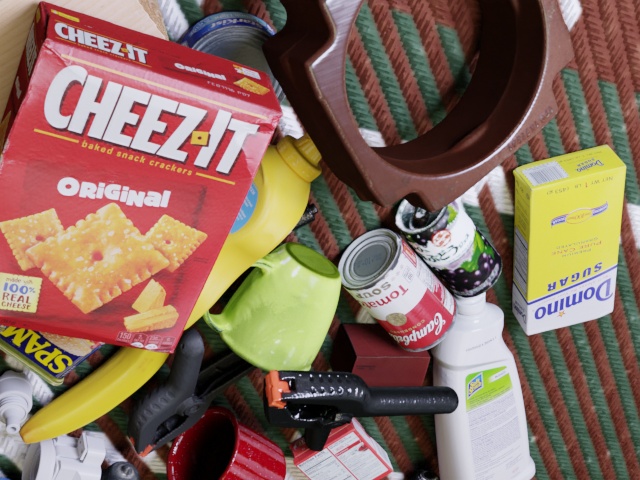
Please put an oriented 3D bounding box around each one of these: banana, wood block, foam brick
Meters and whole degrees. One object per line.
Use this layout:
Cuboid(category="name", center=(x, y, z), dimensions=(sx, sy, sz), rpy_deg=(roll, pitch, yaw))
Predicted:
Cuboid(category="banana", center=(-0.187, 0.118, 0.951), dimensions=(0.198, 0.037, 0.069), rpy_deg=(-43, 144, 20))
Cuboid(category="wood block", center=(-0.218, -0.132, 0.738), dimensions=(0.206, 0.090, 0.090), rpy_deg=(-31, 127, 7))
Cuboid(category="foam brick", center=(0.056, 0.114, 1.018), dimensions=(0.078, 0.051, 0.053), rpy_deg=(4, 122, -19))

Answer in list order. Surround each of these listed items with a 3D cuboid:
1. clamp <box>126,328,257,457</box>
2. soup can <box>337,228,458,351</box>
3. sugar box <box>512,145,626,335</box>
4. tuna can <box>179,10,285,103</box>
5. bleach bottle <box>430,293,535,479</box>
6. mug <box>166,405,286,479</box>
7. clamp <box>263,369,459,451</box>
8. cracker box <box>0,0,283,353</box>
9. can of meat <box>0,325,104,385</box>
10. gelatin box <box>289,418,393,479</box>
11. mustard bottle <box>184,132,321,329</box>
Cuboid(category="clamp", center=(-0.126, 0.135, 0.970), dimensions=(0.172, 0.039, 0.120), rpy_deg=(-44, 145, 14))
Cuboid(category="soup can", center=(0.070, 0.045, 0.962), dimensions=(0.068, 0.068, 0.102), rpy_deg=(-36, 126, 10))
Cuboid(category="sugar box", center=(0.229, 0.003, 0.993), dimensions=(0.093, 0.048, 0.176), rpy_deg=(-14, 126, -7))
Cuboid(category="tuna can", center=(-0.068, -0.131, 0.818), dimensions=(0.086, 0.034, 0.086), rpy_deg=(-8, 126, -11))
Cuboid(category="bleach bottle", center=(0.160, 0.148, 1.063), dimensions=(0.102, 0.068, 0.251), rpy_deg=(-25, 125, -25))
Cuboid(category="mug", center=(-0.088, 0.227, 1.019), dimensions=(0.093, 0.117, 0.081), rpy_deg=(-23, 137, 31))
Cuboid(category="clamp", center=(0.022, 0.145, 0.951), dimensions=(0.165, 0.036, 0.209), rpy_deg=(-19, 154, 19))
Cuboid(category="cracker box", center=(-0.142, -0.032, 0.728), dimensions=(0.164, 0.072, 0.214), rpy_deg=(14, 119, -25))
Cuboid(category="can of meat", center=(-0.223, 0.061, 0.895), dimensions=(0.084, 0.057, 0.102), rpy_deg=(-38, 127, 8))
Cuboid(category="gelatin box", center=(0.021, 0.224, 1.099), dimensions=(0.073, 0.030, 0.089), rpy_deg=(-32, 127, 9))
Cuboid(category="mustard bottle", center=(-0.067, -0.020, 0.857), dimensions=(0.192, 0.096, 0.058), rpy_deg=(-42, 129, 14))
